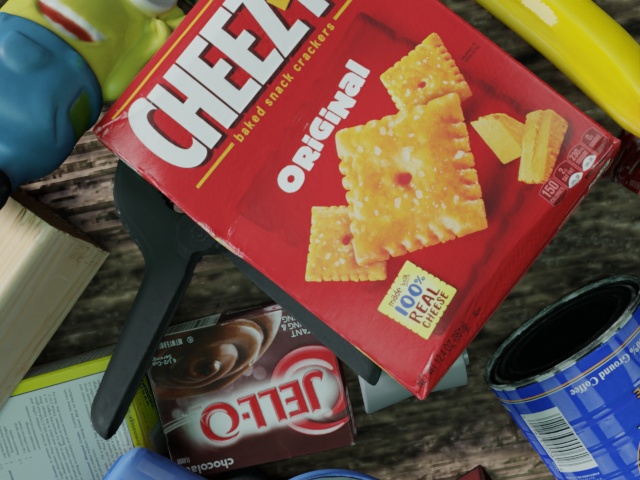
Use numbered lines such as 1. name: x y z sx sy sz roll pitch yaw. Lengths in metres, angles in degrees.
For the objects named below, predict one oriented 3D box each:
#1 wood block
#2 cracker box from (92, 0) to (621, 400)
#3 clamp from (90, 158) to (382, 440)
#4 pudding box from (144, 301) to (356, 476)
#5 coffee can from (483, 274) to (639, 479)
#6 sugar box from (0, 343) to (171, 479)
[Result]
1. wood block: -0.222 0.061 0.588 0.091 0.090 0.206 34 87 13
2. cracker box: 0.018 -0.048 0.550 0.214 0.072 0.164 39 87 5
3. clamp: -0.054 0.001 0.602 0.164 0.036 0.210 -5 84 3
4. pudding box: -0.041 0.086 0.638 0.113 0.039 0.090 -12 99 5
5. coffee can: 0.173 0.105 0.597 0.103 0.103 0.140 -35 96 8
6. sugar box: -0.186 0.129 0.652 0.176 0.048 0.093 -15 97 9
